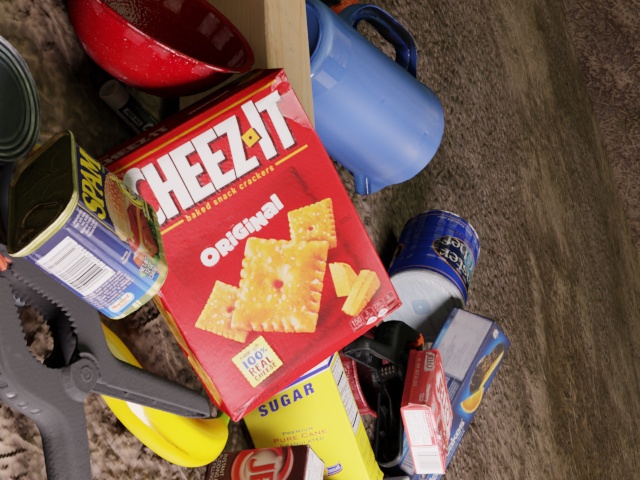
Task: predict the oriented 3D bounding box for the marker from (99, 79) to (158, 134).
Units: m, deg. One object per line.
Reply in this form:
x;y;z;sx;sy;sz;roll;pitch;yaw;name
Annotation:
-0.137;-0.087;0.868;0.121;0.020;0.020;49;37;-48;marker

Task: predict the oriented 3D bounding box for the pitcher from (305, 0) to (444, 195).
0.026;-0.167;1.125;0.242;0.145;0.149;31;31;-55;pitcher

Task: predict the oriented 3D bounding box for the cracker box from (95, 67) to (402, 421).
-0.055;0.001;0.804;0.213;0.164;0.072;63;-17;-17;cracker box

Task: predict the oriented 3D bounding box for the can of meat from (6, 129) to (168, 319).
-0.147;-0.008;0.675;0.083;0.057;0.102;43;16;-34;can of meat

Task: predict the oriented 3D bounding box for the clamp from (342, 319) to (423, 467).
0.061;0.113;0.977;0.171;0.039;0.120;-63;142;-64;clamp

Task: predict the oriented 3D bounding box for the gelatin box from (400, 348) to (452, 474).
0.097;0.153;0.959;0.073;0.030;0.089;-72;154;-50;gelatin box

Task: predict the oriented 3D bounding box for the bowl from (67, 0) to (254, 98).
-0.132;-0.158;0.814;0.162;0.055;0.162;30;23;-15;bowl

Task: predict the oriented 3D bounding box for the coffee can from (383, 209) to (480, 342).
0.133;0.041;1.291;0.103;0.103;0.140;66;27;-25;coffee can

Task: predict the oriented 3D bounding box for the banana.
-0.120;0.124;0.792;0.197;0.037;0.070;49;15;-50;banana

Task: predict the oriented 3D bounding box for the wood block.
-0.065;-0.148;0.940;0.090;0.091;0.206;46;33;-51;wood block

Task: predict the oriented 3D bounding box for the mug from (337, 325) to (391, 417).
0.010;0.129;1.010;0.117;0.082;0.093;-9;87;-66;mug

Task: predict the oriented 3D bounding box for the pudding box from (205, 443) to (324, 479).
-0.049;0.218;0.831;0.039;0.090;0.113;52;35;-44;pudding box

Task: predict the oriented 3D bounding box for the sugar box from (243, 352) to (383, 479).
-0.017;0.149;0.925;0.048;0.093;0.176;-66;138;-65;sugar box

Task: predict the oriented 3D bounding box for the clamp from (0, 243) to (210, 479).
-0.153;0.086;0.682;0.164;0.036;0.210;-46;116;-53;clamp

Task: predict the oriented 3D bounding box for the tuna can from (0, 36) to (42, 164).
-0.218;-0.088;0.675;0.086;0.034;0.086;39;44;-54;tuna can
